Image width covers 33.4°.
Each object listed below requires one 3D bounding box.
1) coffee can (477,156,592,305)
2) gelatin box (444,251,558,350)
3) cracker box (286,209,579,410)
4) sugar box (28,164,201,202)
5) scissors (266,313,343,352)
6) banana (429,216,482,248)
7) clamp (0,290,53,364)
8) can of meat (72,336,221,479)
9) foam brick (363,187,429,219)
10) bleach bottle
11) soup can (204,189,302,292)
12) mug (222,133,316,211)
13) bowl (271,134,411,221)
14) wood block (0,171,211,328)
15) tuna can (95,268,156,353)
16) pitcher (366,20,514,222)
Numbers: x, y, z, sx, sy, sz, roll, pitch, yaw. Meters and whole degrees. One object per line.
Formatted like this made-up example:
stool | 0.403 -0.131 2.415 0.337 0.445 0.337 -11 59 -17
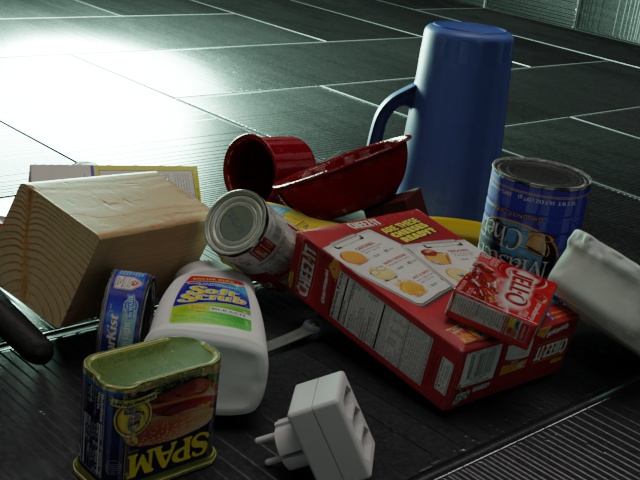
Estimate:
coffee can | 0.217 -0.005 1.112 0.103 0.140 0.103 6 20 -3
gelatin box | 0.153 0.048 0.893 0.073 0.030 0.089 24 28 15
cracker box | 0.098 0.056 0.973 0.163 0.072 0.214 -11 34 -41
sugar box | -0.213 -0.030 1.112 0.176 0.048 0.093 -1 64 -17
scissors | 0.014 0.086 0.982 0.096 0.016 0.201 21 29 22
banana | 0.170 -0.001 1.232 0.198 0.037 0.069 14 19 16
clamp | -0.308 0.016 0.919 0.210 0.036 0.164 30 19 -12
can of meat | -0.120 0.119 0.749 0.101 0.084 0.058 -11 27 -41
foam brick | 0.088 -0.009 1.147 0.051 0.078 0.052 -14 9 28
bleach bottle | -0.102 0.067 0.918 0.102 0.068 0.251 8 15 -10
soup can | -0.057 0.001 1.009 0.069 0.068 0.102 20 -11 31
mug | -0.053 -0.077 1.306 0.081 0.093 0.117 -9 57 -48
bowl | 0.031 -0.062 1.157 0.162 0.055 0.162 -20 7 2
wood block | -0.188 0.001 0.955 0.090 0.091 0.205 34 18 16
tuna can | -0.158 0.067 0.872 0.033 0.086 0.086 8 20 -2
pitcher | 0.154 -0.141 1.304 0.145 0.243 0.148 22 24 39
